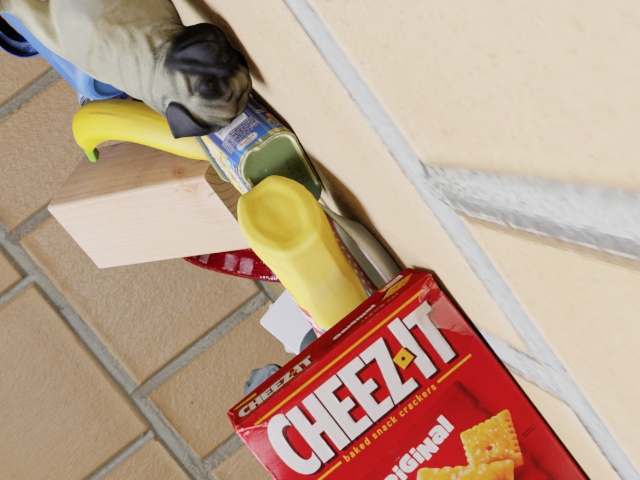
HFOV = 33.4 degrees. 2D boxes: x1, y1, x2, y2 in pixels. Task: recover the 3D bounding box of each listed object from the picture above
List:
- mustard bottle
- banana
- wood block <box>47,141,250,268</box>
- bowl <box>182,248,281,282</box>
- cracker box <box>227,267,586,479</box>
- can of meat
[{"bbox_3d":[0.007,0.041,0.819,0.096,0.058,0.191,47,172,49],"label":"mustard bottle"},{"bbox_3d":[-0.165,-0.099,0.948,0.198,0.037,0.069,6,158,44],"label":"banana"},{"bbox_3d":[-0.145,-0.043,1.015,0.207,0.090,0.090,-8,130,36],"label":"wood block"},{"bbox_3d":[-0.057,0.001,1.073,0.162,0.055,0.162,7,168,1],"label":"bowl"},{"bbox_3d":[0.067,0.151,0.711,0.213,0.164,0.072,52,173,-6],"label":"cracker box"},{"bbox_3d":[-0.051,-0.067,0.842,0.084,0.057,0.102,45,171,39],"label":"can of meat"}]
